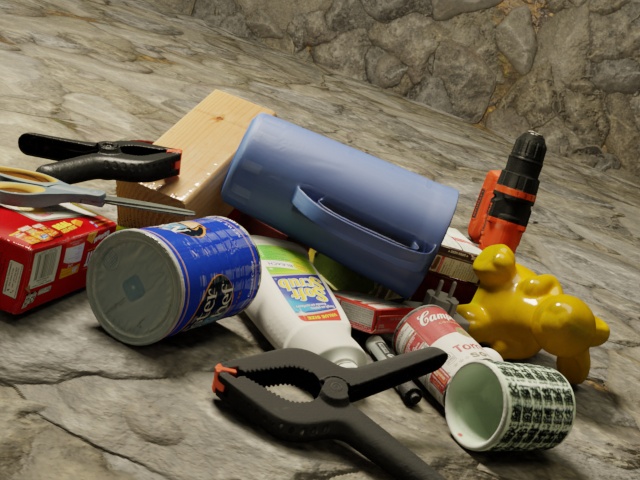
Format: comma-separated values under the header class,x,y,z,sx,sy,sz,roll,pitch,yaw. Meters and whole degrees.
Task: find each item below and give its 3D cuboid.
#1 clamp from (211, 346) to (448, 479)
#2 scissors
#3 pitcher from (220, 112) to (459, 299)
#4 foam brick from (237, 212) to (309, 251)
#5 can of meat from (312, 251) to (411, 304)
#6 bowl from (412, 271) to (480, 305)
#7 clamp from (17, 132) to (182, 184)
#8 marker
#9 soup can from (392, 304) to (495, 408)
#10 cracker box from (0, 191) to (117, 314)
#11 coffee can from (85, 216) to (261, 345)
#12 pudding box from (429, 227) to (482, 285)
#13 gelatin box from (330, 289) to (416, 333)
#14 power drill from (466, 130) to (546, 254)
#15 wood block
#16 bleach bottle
class,x,y,z,sx,sy,sz,roll,pitch,yaw
clamp,0.016,0.129,0.900,0.210,0.036,0.164,15,37,2
scissors,-0.223,-0.037,0.994,0.202,0.016,0.096,14,17,3
pitcher,0.018,-0.041,1.155,0.243,0.145,0.149,24,-27,-3
foam brick,-0.058,0.002,1.277,0.078,0.053,0.051,30,19,32
can of meat,0.052,0.036,1.263,0.102,0.057,0.083,40,27,32
bowl,0.150,0.047,1.353,0.162,0.055,0.162,17,16,-5
clamp,-0.226,-0.079,1.107,0.171,0.039,0.120,1,30,-15
marker,0.072,0.128,1.057,0.020,0.020,0.121,12,17,-21
soup can,0.124,0.118,1.051,0.068,0.068,0.102,8,23,-33
cracker box,-0.323,-0.012,0.988,0.214,0.072,0.164,21,14,11
coffee can,-0.133,0.034,0.989,0.103,0.103,0.140,25,17,22
pudding box,0.141,0.008,1.296,0.090,0.039,0.113,15,14,-20
gelatin box,0.046,0.077,1.148,0.089,0.030,0.073,16,7,38
power drill,0.238,-0.051,1.378,0.057,0.184,0.187,20,6,3
wood block,-0.140,-0.080,1.238,0.091,0.090,0.205,23,43,16
bleach bottle,-0.015,0.078,1.054,0.102,0.068,0.251,12,19,-30
